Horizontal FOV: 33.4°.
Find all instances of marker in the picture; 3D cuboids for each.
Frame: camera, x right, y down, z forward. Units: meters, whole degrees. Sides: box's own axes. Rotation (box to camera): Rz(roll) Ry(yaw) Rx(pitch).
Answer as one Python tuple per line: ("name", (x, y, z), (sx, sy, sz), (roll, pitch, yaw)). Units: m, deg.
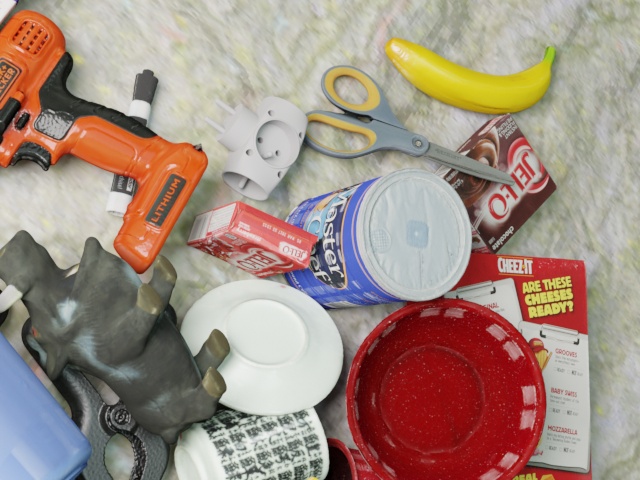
("marker", (-0.149, -0.079, 0.848), (0.020, 0.020, 0.121), (16, 76, -26))

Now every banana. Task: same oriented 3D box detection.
("banana", (0.149, -0.153, 1.012), (0.197, 0.037, 0.069), (-2, 67, -30))

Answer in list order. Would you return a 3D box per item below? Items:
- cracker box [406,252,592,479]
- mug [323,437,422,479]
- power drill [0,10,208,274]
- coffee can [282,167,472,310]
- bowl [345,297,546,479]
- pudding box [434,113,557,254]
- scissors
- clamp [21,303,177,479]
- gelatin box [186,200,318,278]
("cracker box", (0.160, 0.123, 0.961), (0.163, 0.072, 0.214), (4, 81, -28))
("mug", (0.031, 0.225, 0.872), (0.081, 0.093, 0.117), (17, 92, -31))
("power drill", (-0.192, -0.053, 0.787), (0.187, 0.057, 0.184), (32, 74, -12))
("coffee can", (0.041, 0.003, 0.871), (0.102, 0.141, 0.103), (4, 82, -28))
("bowl", (0.096, 0.128, 0.862), (0.162, 0.055, 0.162), (1, 82, -6))
("pudding box", (0.160, -0.051, 1.001), (0.113, 0.039, 0.090), (-43, 104, -26))
("scissors", (0.078, -0.104, 0.952), (0.201, 0.016, 0.096), (5, 73, -14))
("clamp", (-0.165, 0.129, 0.803), (0.120, 0.039, 0.171), (3, 75, -22))
("gelatin box", (-0.056, 0.001, 0.848), (0.073, 0.089, 0.030), (26, 72, -24))
